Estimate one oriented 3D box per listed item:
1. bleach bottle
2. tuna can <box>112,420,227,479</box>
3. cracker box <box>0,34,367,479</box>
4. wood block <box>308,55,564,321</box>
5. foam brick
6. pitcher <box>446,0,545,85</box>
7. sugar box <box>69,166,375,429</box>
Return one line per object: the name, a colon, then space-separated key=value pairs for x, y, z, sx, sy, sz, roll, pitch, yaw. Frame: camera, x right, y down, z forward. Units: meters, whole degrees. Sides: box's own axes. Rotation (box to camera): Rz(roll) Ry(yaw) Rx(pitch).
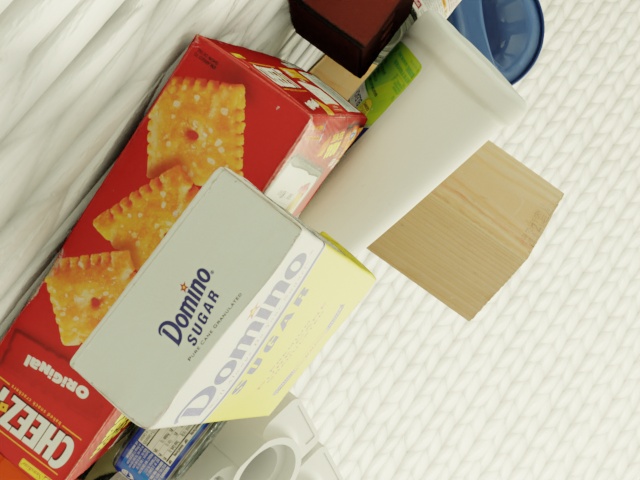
bleach bottle: x=0.006 y=-0.022 z=0.649 sx=0.251 sy=0.068 sz=0.102 roll=-46 pitch=-158 yaw=15
tuna can: x=-0.074 y=0.099 z=0.583 sx=0.086 sy=0.034 sz=0.086 roll=-52 pitch=176 yaw=-6
cracker box: x=-0.073 y=0.005 z=0.543 sx=0.214 sy=0.072 sz=0.164 roll=-54 pitch=175 yaw=12
wood block: x=0.066 y=-0.047 z=0.813 sx=0.090 sy=0.206 sz=0.091 roll=-51 pitch=175 yaw=-42
foam brick: x=0.018 y=-0.133 z=0.606 sx=0.053 sy=0.051 sz=0.078 roll=-54 pitch=177 yaw=-1
pitcher: x=0.118 y=-0.166 z=1.051 sx=0.149 sy=0.145 sz=0.243 roll=-27 pitch=175 yaw=-9
sugar box: x=-0.030 y=0.032 z=0.456 sx=0.093 sy=0.048 sz=0.176 roll=-52 pitch=169 yaw=2
